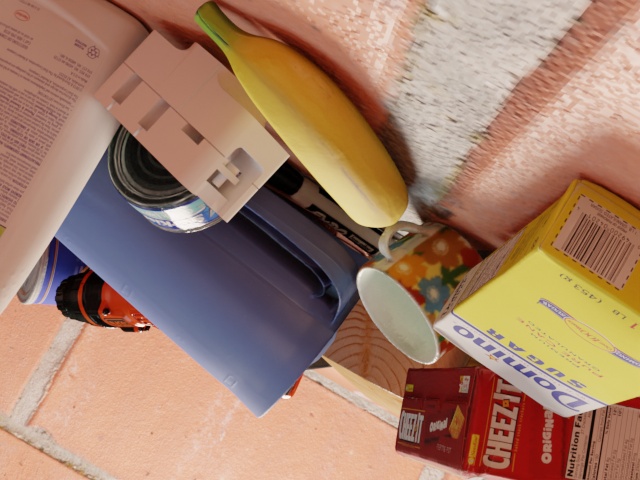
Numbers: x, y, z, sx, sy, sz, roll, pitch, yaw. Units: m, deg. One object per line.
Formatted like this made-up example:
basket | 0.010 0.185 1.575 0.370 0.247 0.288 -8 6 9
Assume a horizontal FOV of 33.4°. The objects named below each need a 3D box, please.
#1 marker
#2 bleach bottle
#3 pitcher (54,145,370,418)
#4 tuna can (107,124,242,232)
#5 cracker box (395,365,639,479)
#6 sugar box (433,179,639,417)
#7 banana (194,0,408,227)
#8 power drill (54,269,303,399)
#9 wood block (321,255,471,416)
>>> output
marker | 0.007 -0.020 0.723 0.121 0.020 0.020 35 169 -29
bleach bottle | -0.192 -0.025 0.579 0.102 0.251 0.068 28 171 8
pitcher | -0.086 -0.006 0.722 0.243 0.149 0.145 39 -163 -2
tuna can | -0.080 -0.050 0.620 0.086 0.086 0.033 24 168 30
cracker box | 0.173 0.136 0.705 0.213 0.072 0.164 12 171 -8
sugar box | 0.121 0.037 0.516 0.093 0.048 0.176 35 160 3
banana | 0.010 -0.048 0.535 0.197 0.037 0.070 47 -170 -52
power drill | -0.117 0.075 0.901 0.187 0.057 0.185 29 161 -33
wood block | 0.074 0.098 0.929 0.090 0.091 0.206 26 170 21
